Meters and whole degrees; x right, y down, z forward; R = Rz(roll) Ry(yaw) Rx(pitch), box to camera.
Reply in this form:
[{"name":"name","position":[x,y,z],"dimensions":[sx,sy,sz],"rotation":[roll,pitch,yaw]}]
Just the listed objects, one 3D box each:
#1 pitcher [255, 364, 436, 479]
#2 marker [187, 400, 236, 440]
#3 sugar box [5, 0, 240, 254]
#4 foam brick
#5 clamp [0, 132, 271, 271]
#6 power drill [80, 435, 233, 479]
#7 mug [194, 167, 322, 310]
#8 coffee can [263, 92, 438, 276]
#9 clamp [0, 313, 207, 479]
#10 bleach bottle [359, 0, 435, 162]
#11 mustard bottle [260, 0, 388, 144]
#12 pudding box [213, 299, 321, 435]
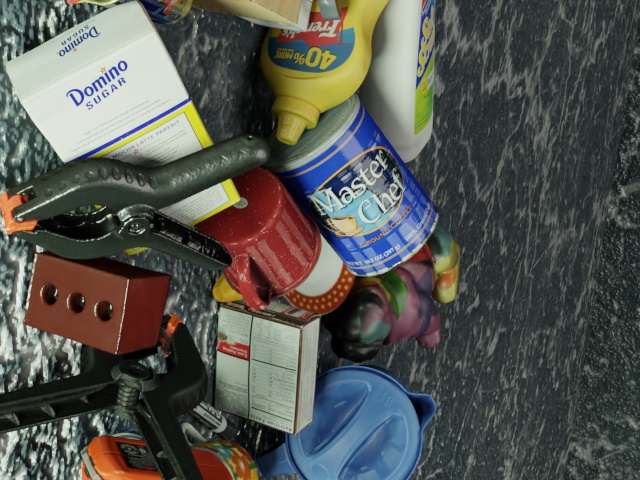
[{"name":"pitcher","position":[0.033,0.196,1.134],"dimensions":[0.242,0.149,0.145],"rotation":[32,81,-83]},{"name":"marker","position":[-0.103,0.158,0.967],"dimensions":[0.020,0.020,0.121],"rotation":[-68,156,-18]},{"name":"sugar box","position":[-0.125,-0.069,0.707],"dimensions":[0.093,0.048,0.176],"rotation":[-28,142,-5]},{"name":"foam brick","position":[-0.150,0.040,0.719],"dimensions":[0.051,0.078,0.053],"rotation":[-3,106,-68]},{"name":"clamp","position":[-0.114,-0.028,0.689],"dimensions":[0.171,0.039,0.120],"rotation":[2,130,-34]},{"name":"power drill","position":[-0.130,0.239,0.762],"dimensions":[0.184,0.057,0.188],"rotation":[17,101,-33]},{"name":"mug","position":[-0.056,0.001,0.892],"dimensions":[0.081,0.093,0.117],"rotation":[57,30,-54]},{"name":"coffee can","position":[0.028,-0.051,0.964],"dimensions":[0.140,0.103,0.102],"rotation":[51,51,-27]},{"name":"clamp","position":[-0.144,0.105,0.749],"dimensions":[0.210,0.164,0.036],"rotation":[-81,-171,-66]},{"name":"bleach bottle","position":[0.075,-0.207,1.004],"dimensions":[0.102,0.068,0.251],"rotation":[-52,148,-54]},{"name":"mustard bottle","position":[0.000,-0.173,0.922],"dimensions":[0.058,0.096,0.191],"rotation":[42,64,-66]},{"name":"pudding box","position":[-0.050,0.112,0.974],"dimensions":[0.039,0.090,0.113],"rotation":[-33,132,-57]}]
